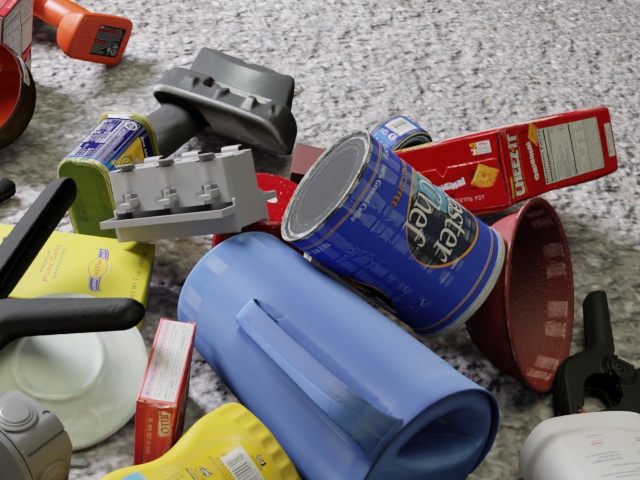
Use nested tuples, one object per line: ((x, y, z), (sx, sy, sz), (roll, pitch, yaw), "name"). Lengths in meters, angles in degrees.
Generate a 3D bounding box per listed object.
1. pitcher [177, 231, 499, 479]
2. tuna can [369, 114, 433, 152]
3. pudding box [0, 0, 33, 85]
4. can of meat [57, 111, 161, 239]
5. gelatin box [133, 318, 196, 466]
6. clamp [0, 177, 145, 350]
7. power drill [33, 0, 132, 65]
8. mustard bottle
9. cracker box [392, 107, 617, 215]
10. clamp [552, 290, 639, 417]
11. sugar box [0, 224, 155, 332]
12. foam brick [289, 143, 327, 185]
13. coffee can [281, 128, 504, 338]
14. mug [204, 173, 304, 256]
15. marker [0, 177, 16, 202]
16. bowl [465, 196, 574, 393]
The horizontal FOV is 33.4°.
((-0.003, 0.091, 0.768), (0.144, 0.149, 0.243), (-19, 42, -35), "pitcher")
((0.073, -0.080, 1.065), (0.085, 0.086, 0.034), (-24, 50, -39), "tuna can")
((-0.327, -0.200, 1.094), (0.039, 0.114, 0.090), (13, 36, 1), "pudding box")
((-0.182, -0.049, 0.940), (0.057, 0.102, 0.083), (4, 36, 19), "can of meat")
((-0.111, 0.112, 0.764), (0.030, 0.073, 0.089), (9, 36, -3), "gelatin box")
((-0.244, 0.041, 0.784), (0.210, 0.036, 0.165), (-25, 48, -4), "clamp")
((-0.318, -0.262, 1.189), (0.188, 0.057, 0.184), (32, 18, 20), "power drill")
((-0.102, 0.185, 0.675), (0.191, 0.058, 0.096), (-27, 76, -39), "mustard bottle")
((0.153, -0.066, 0.985), (0.164, 0.072, 0.213), (-9, 5, 41), "cracker box")
((0.239, 0.107, 0.894), (0.120, 0.039, 0.171), (38, 43, 28), "clamp")
((-0.228, 0.032, 0.864), (0.176, 0.048, 0.093), (9, 36, -5), "sugar box")
((-0.006, -0.041, 0.998), (0.053, 0.078, 0.051), (11, 34, -1), "foam brick")
((0.056, -0.004, 0.817), (0.140, 0.103, 0.102), (36, 30, -20), "coffee can")
((-0.056, 0.001, 0.922), (0.093, 0.081, 0.117), (18, 36, 9), "mug")
((-0.311, -0.023, 0.940), (0.020, 0.020, 0.121), (24, 37, 16), "marker")
((0.161, 0.046, 0.890), (0.055, 0.162, 0.161), (-3, 27, 31), "bowl")
